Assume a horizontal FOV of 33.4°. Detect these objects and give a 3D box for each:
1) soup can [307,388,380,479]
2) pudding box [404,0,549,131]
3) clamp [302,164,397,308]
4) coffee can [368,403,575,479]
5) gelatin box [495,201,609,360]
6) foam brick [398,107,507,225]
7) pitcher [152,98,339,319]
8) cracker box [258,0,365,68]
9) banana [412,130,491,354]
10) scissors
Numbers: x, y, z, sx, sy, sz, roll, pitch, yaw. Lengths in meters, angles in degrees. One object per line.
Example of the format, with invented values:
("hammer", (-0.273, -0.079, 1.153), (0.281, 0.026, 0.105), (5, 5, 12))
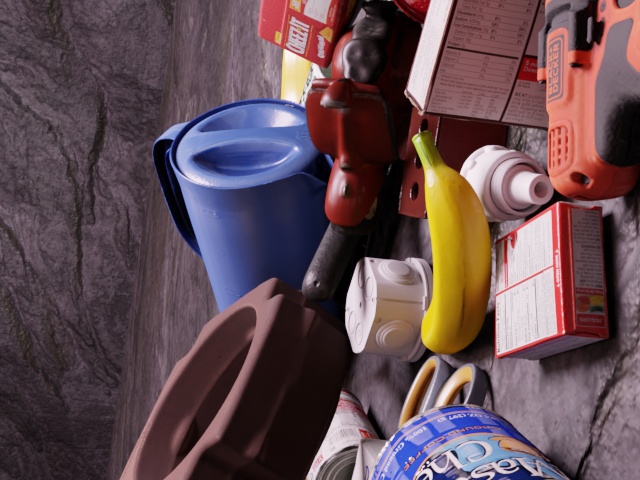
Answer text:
("soup can", (0.017, 0.173, 0.876), (0.102, 0.068, 0.068), (-124, 43, -66))
("pudding box", (0.108, -0.124, 0.624), (0.039, 0.090, 0.114), (-111, 30, -58))
("clamp", (0.038, -0.037, 0.883), (0.164, 0.036, 0.210), (60, -132, -77))
("coffee can", (0.092, 0.155, 0.547), (0.140, 0.102, 0.103), (-142, 59, -72))
("gelatin box", (0.129, 0.026, 0.603), (0.089, 0.030, 0.073), (134, 139, -69))
("foam brick", (0.090, -0.052, 0.731), (0.053, 0.051, 0.078), (-160, 77, -74))
("pitcher", (-0.056, 0.001, 0.967), (0.149, 0.145, 0.243), (-115, 13, -50))
("cracker box", (0.030, -0.262, 0.803), (0.164, 0.072, 0.213), (108, -172, -70))
("banana", (0.085, 0.022, 0.686), (0.198, 0.037, 0.069), (84, 173, -45))
("scissors", (0.064, 0.160, 0.696), (0.096, 0.016, 0.201), (-38, 28, 53))
